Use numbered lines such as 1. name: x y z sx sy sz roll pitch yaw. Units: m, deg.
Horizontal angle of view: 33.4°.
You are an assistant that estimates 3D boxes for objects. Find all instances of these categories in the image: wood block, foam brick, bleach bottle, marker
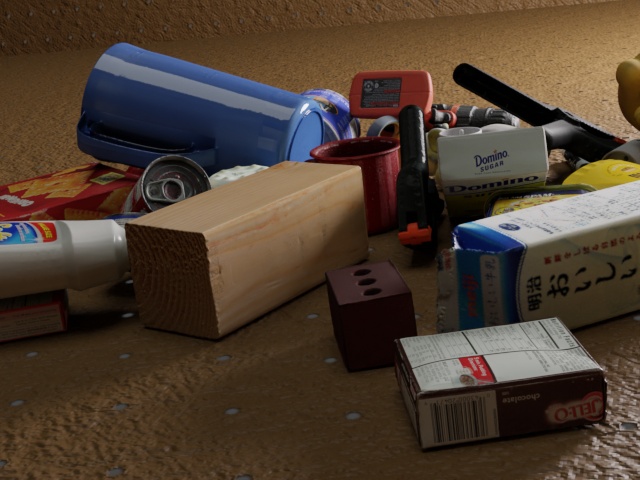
1. wood block: -0.056 0.002 0.908 0.091 0.090 0.205 6 21 37
2. foam brick: 0.036 0.053 0.765 0.053 0.051 0.078 -9 17 -5
3. bleach bottle: -0.264 0.015 0.895 0.250 0.068 0.102 -6 18 -3
4. marker: 0.284 -0.085 1.170 0.020 0.020 0.121 -6 17 4

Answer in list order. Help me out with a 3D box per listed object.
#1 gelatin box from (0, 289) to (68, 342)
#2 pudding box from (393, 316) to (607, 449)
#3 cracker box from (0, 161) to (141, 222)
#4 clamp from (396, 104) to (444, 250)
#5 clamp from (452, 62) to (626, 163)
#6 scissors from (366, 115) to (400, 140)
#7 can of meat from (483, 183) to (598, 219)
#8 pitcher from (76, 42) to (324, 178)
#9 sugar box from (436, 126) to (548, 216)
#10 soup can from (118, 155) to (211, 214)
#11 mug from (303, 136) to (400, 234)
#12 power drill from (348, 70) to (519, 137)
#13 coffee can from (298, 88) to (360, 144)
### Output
1. gelatin box: -0.260 0.060 0.905 0.089 0.030 0.073 -10 18 -9
2. pudding box: 0.107 0.085 0.655 0.113 0.039 0.090 -6 16 -3
3. cracker box: -0.300 -0.021 1.117 0.213 0.072 0.164 -17 19 -28
4. clamp: 0.094 -0.037 0.998 0.039 0.120 0.171 -13 36 19
5. clamp: 0.243 -0.124 1.124 0.209 0.036 0.165 10 29 -41
6. scissors: 0.089 -0.094 1.264 0.016 0.096 0.201 36 5 24
7. can of meat: 0.184 -0.006 0.889 0.102 0.057 0.083 -3 19 16
8. pitcher: -0.129 -0.118 1.137 0.243 0.149 0.145 16 -13 19
9. sugar box: 0.157 -0.059 0.979 0.093 0.048 0.176 -6 -7 9
10. soup can: -0.152 -0.032 1.028 0.068 0.068 0.102 -16 -11 -28
11. mug: 0.029 -0.054 1.069 0.117 0.081 0.093 3 19 29
12. power drill: 0.131 -0.154 1.293 0.185 0.057 0.187 0 -9 27
13. coffee can: -0.013 -0.117 1.258 0.103 0.103 0.140 -3 17 13
